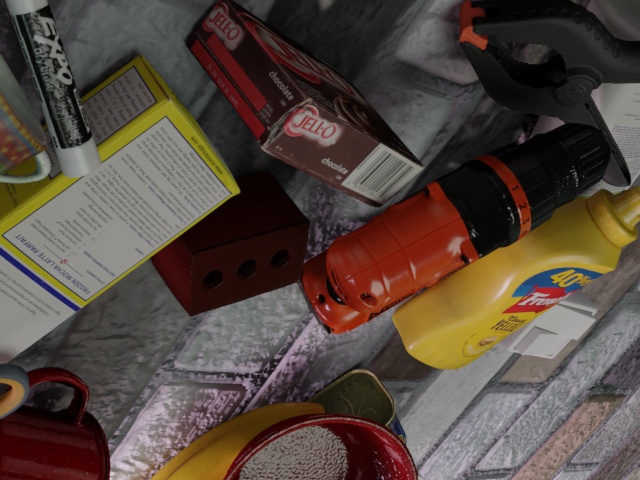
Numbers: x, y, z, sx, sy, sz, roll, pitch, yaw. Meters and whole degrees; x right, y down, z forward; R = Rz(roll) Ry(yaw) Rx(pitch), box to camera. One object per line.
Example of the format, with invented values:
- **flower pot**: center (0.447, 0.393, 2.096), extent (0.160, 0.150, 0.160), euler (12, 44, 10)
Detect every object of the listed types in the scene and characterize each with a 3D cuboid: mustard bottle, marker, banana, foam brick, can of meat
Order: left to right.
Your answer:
- **marker**: center (-0.123, -0.085, 0.470), extent (0.020, 0.020, 0.121), euler (-23, 121, -19)
- **banana**: center (-0.085, 0.181, 0.818), extent (0.198, 0.037, 0.069), euler (-44, 129, 0)
- **foam brick**: center (-0.054, 0.001, 0.633), extent (0.078, 0.051, 0.053), euler (-17, 140, -26)
- **can of meat**: center (0.018, 0.164, 0.879), extent (0.102, 0.057, 0.084), euler (-34, 147, -6)
- **mustard bottle**: center (0.148, 0.022, 0.750), extent (0.192, 0.058, 0.096), euler (-38, 150, 28)

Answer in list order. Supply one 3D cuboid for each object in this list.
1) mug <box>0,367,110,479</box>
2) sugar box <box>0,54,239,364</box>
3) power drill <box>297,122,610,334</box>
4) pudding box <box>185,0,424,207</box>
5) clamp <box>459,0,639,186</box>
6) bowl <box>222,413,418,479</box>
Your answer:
- **mug**: center (-0.183, 0.130, 0.645), extent (0.081, 0.093, 0.117), euler (25, 95, -47)
- **sugar box**: center (-0.136, -0.009, 0.557), extent (0.176, 0.048, 0.093), euler (-34, 145, 2)
- **power drill**: center (0.069, -0.004, 0.657), extent (0.184, 0.057, 0.188), euler (-26, 174, -18)
- **pudding box**: center (-0.007, -0.070, 0.559), extent (0.039, 0.090, 0.113), euler (-45, 145, 14)
- **clamp**: center (0.156, -0.094, 0.658), extent (0.171, 0.039, 0.120), euler (17, 130, -8)
- **bowl**: center (-0.011, 0.187, 0.793), extent (0.162, 0.055, 0.162), euler (-7, 113, -18)
